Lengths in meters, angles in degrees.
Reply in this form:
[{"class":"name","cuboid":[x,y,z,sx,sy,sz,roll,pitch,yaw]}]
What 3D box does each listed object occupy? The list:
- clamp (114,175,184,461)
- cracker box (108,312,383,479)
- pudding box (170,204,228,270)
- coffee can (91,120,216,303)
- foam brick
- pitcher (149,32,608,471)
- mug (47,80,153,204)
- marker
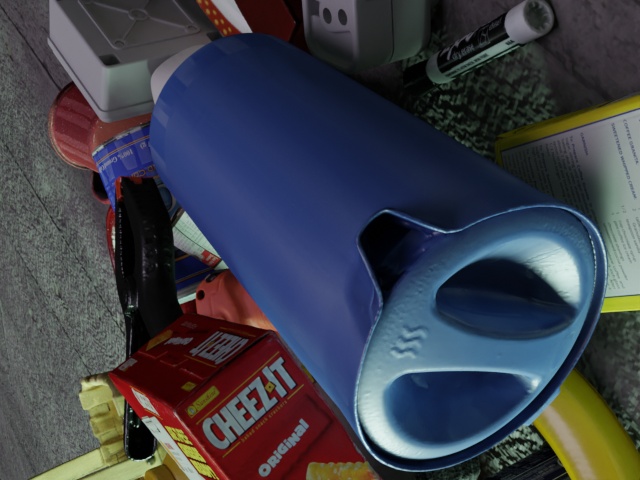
[{"class":"clamp","cuboid":[-0.122,0.041,0.773,0.165,0.036,0.210,137,129,-58]},{"class":"cracker box","cuboid":[-0.014,0.143,0.598,0.213,0.072,0.164,55,161,-13]},{"class":"pudding box","cuboid":[-0.055,0.001,0.795,0.113,0.039,0.090,31,157,-9]},{"class":"coffee can","cuboid":[-0.117,-0.024,0.886,0.103,0.102,0.140,-27,84,64]},{"class":"foam brick","cuboid":[-0.017,-0.154,0.664,0.078,0.051,0.053,61,153,17]},{"class":"pitcher","cuboid":[0.016,-0.006,0.531,0.243,0.144,0.149,44,136,45]},{"class":"mug","cuboid":[-0.196,-0.091,0.997,0.082,0.093,0.117,24,110,49]},{"class":"marker","cuboid":[0.078,-0.098,0.559,0.121,0.020,0.020,-18,92,64]}]
